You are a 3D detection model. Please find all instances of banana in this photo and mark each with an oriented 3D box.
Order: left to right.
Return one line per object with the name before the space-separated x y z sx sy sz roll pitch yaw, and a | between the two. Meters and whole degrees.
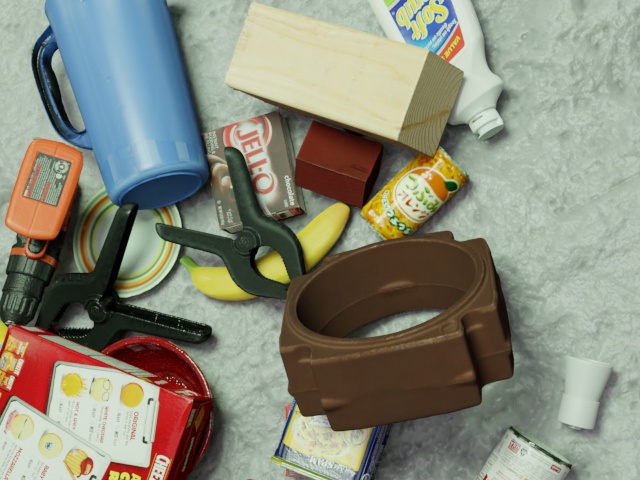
banana | -0.056 0.020 1.114 0.198 0.037 0.069 -18 79 14

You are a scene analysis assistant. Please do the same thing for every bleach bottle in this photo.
bleach bottle | 0.121 -0.219 1.085 0.103 0.068 0.251 -31 76 12

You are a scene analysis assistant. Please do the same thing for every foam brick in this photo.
foam brick | 0.018 -0.077 1.083 0.078 0.051 0.053 21 61 9

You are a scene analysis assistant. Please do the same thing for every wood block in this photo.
wood block | 0.021 -0.159 1.049 0.206 0.090 0.090 22 94 29

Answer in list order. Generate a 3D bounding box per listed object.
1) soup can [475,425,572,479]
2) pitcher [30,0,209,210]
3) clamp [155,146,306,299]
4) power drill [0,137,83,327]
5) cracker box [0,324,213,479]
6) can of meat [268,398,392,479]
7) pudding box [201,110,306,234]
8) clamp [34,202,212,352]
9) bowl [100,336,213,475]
soup can | 0.178 0.233 0.991 0.068 0.068 0.102 32 91 19
pitcher | -0.210 -0.156 1.137 0.144 0.149 0.243 -10 72 -27
clamp | -0.071 -0.010 1.077 0.171 0.039 0.120 35 103 6
power drill | -0.294 -0.011 1.109 0.057 0.188 0.184 16 69 -12
cracker box | -0.234 0.196 1.062 0.214 0.072 0.164 19 90 16
can of meat | 0.013 0.189 1.023 0.102 0.057 0.084 17 83 18
pudding box | -0.071 -0.072 1.132 0.090 0.039 0.113 -16 78 13
clamp | -0.232 0.057 1.137 0.210 0.036 0.164 -18 102 26
bowl | -0.177 0.182 1.116 0.162 0.055 0.162 -3 81 17
